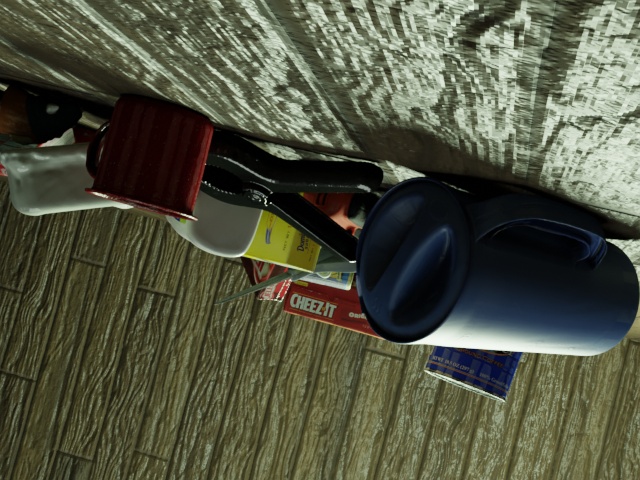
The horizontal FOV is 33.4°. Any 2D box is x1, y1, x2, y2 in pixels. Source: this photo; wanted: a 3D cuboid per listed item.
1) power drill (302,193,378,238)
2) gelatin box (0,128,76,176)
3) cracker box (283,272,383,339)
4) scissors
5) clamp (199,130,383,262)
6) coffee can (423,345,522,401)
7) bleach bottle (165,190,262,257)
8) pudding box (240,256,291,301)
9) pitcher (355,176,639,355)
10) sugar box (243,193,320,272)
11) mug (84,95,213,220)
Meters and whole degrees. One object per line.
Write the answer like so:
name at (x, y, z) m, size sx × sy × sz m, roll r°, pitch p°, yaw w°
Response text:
power drill at (0.087, -0.010, 1.056) m, size 0.188 × 0.057 × 0.184 m, roll 13°, pitch 177°, yaw 18°
gelatin box at (-0.312, -0.100, 1.115) m, size 0.073 × 0.030 × 0.089 m, roll 13°, pitch -141°, yaw 21°
cracker box at (0.048, 0.050, 1.473) m, size 0.164 × 0.072 × 0.213 m, roll 15°, pitch -157°, yaw 3°
scissors at (-0.008, 0.034, 1.141) m, size 0.201 × 0.016 × 0.096 m, roll -28°, pitch -154°, yaw -28°
clamp at (-0.045, -0.054, 0.925) m, size 0.210 × 0.036 × 0.165 m, roll 23°, pitch 155°, yaw -2°
coffee can at (0.195, 0.108, 1.269) m, size 0.103 × 0.140 × 0.103 m, roll 21°, pitch 173°, yaw 3°
bleach bottle at (-0.125, -0.038, 1.126) m, size 0.068 × 0.102 × 0.251 m, roll 21°, pitch 174°, yaw -18°
pudding box at (-0.058, 0.001, 1.240) m, size 0.039 × 0.090 × 0.113 m, roll 11°, pitch -147°, yaw -28°
pitcher at (0.164, 0.029, 0.897) m, size 0.242 × 0.145 × 0.149 m, roll 11°, pitch -170°, yaw -37°
sugar box at (-0.064, -0.025, 1.172) m, size 0.048 × 0.093 × 0.177 m, roll 19°, pitch 174°, yaw -41°
mug at (-0.144, -0.069, 0.867) m, size 0.117 × 0.081 × 0.093 m, roll 12°, pitch 176°, yaw 35°
